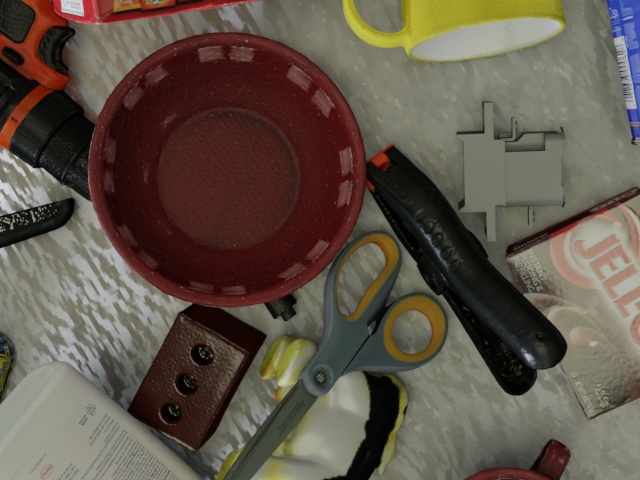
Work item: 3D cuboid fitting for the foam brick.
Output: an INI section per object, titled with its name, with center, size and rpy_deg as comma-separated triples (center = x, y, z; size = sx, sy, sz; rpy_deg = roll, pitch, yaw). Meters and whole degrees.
[foam brick]
center = -0.078, 0.085, 0.682
size = 0.053, 0.051, 0.078
rpy_deg = 29, 102, 5

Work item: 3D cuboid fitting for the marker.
[marker]
center = -0.054, 0.001, 0.681
size = 0.020, 0.020, 0.121
rpy_deg = -36, 91, 13

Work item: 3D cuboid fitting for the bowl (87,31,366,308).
[bowl]
center = -0.055, -0.040, 0.644
size = 0.162, 0.055, 0.162
rpy_deg = 0, 87, -5

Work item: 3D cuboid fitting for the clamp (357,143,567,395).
[clamp]
center = 0.081, 0.015, 0.613
size = 0.039, 0.120, 0.171
rpy_deg = -36, 85, -13

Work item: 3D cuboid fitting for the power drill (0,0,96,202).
[power drill]
center = -0.154, -0.138, 0.659
size = 0.184, 0.057, 0.188
rpy_deg = 37, 102, -1

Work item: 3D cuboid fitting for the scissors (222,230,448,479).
[scissors]
center = 0.016, 0.085, 0.623
size = 0.096, 0.016, 0.201
rpy_deg = 34, 59, -16

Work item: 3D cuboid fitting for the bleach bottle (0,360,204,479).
[bleach bottle]
center = -0.104, 0.190, 0.663
size = 0.250, 0.068, 0.102
rpy_deg = 47, 60, -20
